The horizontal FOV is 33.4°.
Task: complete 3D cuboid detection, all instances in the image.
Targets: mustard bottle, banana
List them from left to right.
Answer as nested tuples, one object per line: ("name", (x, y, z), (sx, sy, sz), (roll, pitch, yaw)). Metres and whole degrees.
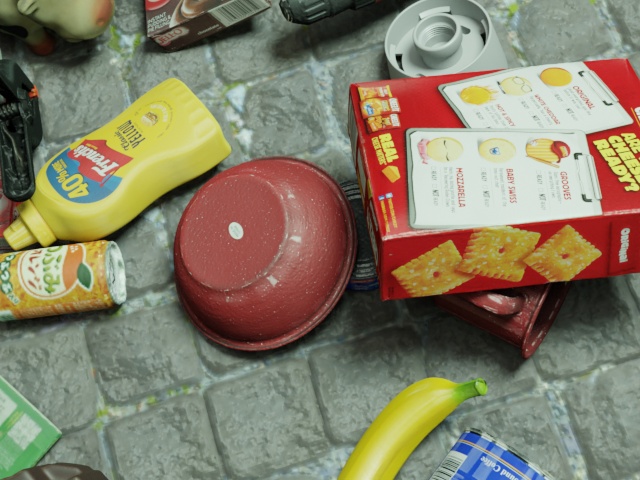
("mustard bottle", (-0.174, -0.053, 0.875), (0.191, 0.058, 0.096), (-35, 51, -8))
("banana", (0.041, 0.169, 0.763), (0.037, 0.070, 0.197), (38, 82, -15))

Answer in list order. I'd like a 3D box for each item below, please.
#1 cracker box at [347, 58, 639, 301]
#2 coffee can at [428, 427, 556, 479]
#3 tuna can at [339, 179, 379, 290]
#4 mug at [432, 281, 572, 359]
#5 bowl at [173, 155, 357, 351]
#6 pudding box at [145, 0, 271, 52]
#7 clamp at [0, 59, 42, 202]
("cracker box", (0.135, -0.046, 0.757), (0.213, 0.072, 0.164), (-6, 46, -4))
("coffee can", (0.097, 0.212, 0.715), (0.103, 0.103, 0.140), (35, 75, 18))
("tuna can", (0.033, -0.004, 0.849), (0.086, 0.034, 0.086), (-2, 67, 6))
("mug", (0.131, 0.031, 0.784), (0.082, 0.117, 0.093), (26, 111, 21))
("bowl", (-0.055, 0.001, 0.822), (0.162, 0.055, 0.162), (-8, 70, 22))
("pudding box", (-0.101, -0.227, 0.935), (0.114, 0.039, 0.090), (-17, 66, 22))
("clamp", (-0.256, -0.113, 0.864), (0.039, 0.120, 0.171), (-13, 27, -7))
